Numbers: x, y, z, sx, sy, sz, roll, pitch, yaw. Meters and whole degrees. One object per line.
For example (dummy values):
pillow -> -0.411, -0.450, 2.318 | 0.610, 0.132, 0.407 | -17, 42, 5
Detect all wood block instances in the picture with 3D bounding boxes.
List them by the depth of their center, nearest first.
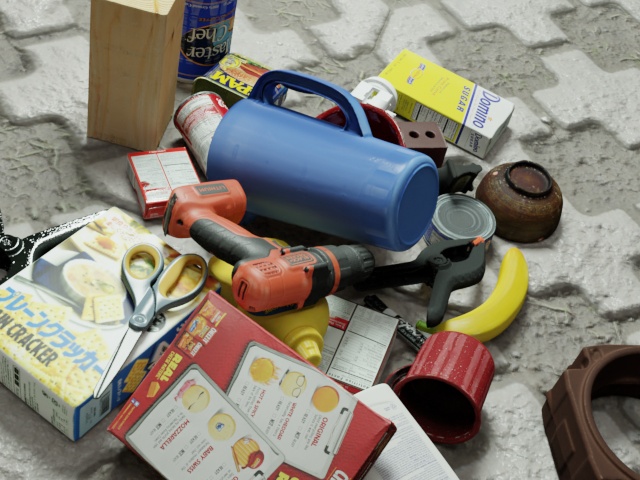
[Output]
wood block -> -0.220, -0.217, 1.267 | 0.090, 0.206, 0.090 | 15, 45, 0

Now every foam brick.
foam brick -> 0.114, -0.117, 1.360 | 0.078, 0.051, 0.053 | -2, 48, -15

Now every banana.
banana -> 0.192, 0.069, 1.208 | 0.070, 0.037, 0.197 | 48, 49, 12

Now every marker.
marker -> 0.094, 0.100, 1.175 | 0.121, 0.020, 0.020 | 39, 51, 22

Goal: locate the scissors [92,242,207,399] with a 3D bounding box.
scissors -> -0.189, 0.067, 1.047 | 0.096, 0.016, 0.201 | 31, 47, 15

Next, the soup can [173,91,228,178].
soup can -> -0.128, -0.123, 1.297 | 0.068, 0.069, 0.102 | -15, 53, -26

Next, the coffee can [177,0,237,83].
coffee can -> -0.163, -0.291, 1.396 | 0.102, 0.140, 0.103 | 7, 47, -7

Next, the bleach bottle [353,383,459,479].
bleach bottle -> 0.093, 0.257, 1.000 | 0.102, 0.068, 0.251 | -22, 59, -27

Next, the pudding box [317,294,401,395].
pudding box -> 0.027, 0.116, 1.130 | 0.090, 0.039, 0.113 | 20, 48, 8

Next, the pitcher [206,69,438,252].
pitcher -> 0.005, -0.080, 1.178 | 0.243, 0.149, 0.145 | 18, 61, 30

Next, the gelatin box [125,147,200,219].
gelatin box -> -0.183, -0.068, 1.259 | 0.073, 0.030, 0.089 | -9, 51, -23

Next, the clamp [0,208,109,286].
clamp -> -0.325, 0.011, 1.145 | 0.164, 0.036, 0.210 | 14, 48, 1

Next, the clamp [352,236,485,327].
clamp -> 0.135, 0.043, 1.192 | 0.171, 0.039, 0.120 | -23, 43, -29

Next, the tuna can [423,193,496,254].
tuna can -> 0.168, -0.017, 1.292 | 0.086, 0.034, 0.086 | 7, 46, -7

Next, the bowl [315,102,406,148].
bowl -> 0.038, -0.080, 1.273 | 0.162, 0.055, 0.162 | -11, 67, 26

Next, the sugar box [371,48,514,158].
sugar box -> 0.166, -0.187, 1.443 | 0.176, 0.048, 0.093 | 27, 47, 14

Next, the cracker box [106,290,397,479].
cracker box -> -0.062, 0.175, 0.984 | 0.214, 0.072, 0.164 | 35, 85, 18

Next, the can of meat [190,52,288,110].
can of meat -> -0.102, -0.191, 1.376 | 0.102, 0.057, 0.083 | 27, 44, 11

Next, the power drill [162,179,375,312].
power drill -> -0.057, 0.001, 1.101 | 0.188, 0.057, 0.184 | 33, 28, 34

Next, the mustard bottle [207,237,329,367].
mustard bottle -> -0.045, 0.070, 1.110 | 0.096, 0.058, 0.192 | -12, 36, -20

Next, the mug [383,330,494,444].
mug -> 0.120, 0.148, 1.099 | 0.117, 0.093, 0.081 | -7, 31, 32
